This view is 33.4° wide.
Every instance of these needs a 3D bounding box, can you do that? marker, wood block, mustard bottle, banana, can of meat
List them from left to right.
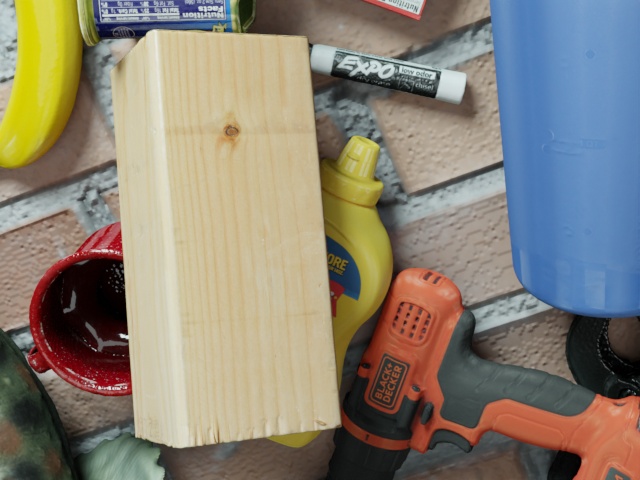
[{"bbox_3d":[-0.174,-0.123,0.631,0.069,0.037,0.198,12,109,0],"label":"banana"},{"bbox_3d":[-0.081,-0.141,0.586,0.084,0.102,0.057,-1,108,2],"label":"can of meat"},{"bbox_3d":[-0.053,0.001,0.576,0.090,0.090,0.206,-2,85,-25],"label":"wood block"},{"bbox_3d":[-0.009,0.025,0.656,0.096,0.058,0.192,29,108,17],"label":"mustard bottle"},{"bbox_3d":[0.026,-0.102,0.634,0.121,0.020,0.020,12,109,0],"label":"marker"}]

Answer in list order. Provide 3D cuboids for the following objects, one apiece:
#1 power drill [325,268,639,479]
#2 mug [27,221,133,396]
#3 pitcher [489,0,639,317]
[{"bbox_3d":[0.102,0.129,0.664,0.188,0.057,0.184,22,113,13],"label":"power drill"},{"bbox_3d":[-0.131,0.043,0.660,0.117,0.081,0.093,-36,103,14],"label":"mug"},{"bbox_3d":[0.162,-0.082,0.557,0.145,0.149,0.243,-12,119,-7],"label":"pitcher"}]
